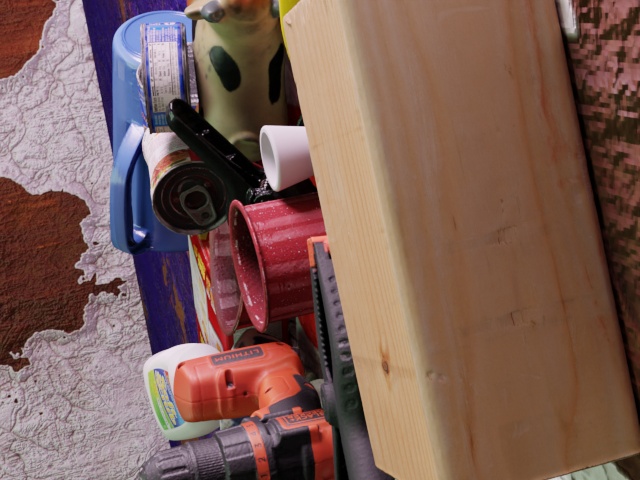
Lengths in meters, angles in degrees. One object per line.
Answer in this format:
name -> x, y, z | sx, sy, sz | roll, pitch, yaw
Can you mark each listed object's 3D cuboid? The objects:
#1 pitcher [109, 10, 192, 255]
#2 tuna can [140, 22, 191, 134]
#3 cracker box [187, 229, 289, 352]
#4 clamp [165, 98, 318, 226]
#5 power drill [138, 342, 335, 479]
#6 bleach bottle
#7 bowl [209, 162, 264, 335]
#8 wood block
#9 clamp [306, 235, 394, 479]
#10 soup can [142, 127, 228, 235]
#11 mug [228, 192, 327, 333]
pitcher -> -0.164, -0.108, 1.123 | 0.243, 0.144, 0.149 | 95, 158, -43
tuna can -> -0.119, -0.126, 0.827 | 0.086, 0.033, 0.086 | 176, 90, -85
cracker box -> -0.082, 0.085, 1.099 | 0.164, 0.072, 0.214 | -117, 20, -46
clamp -> -0.048, -0.041, 0.795 | 0.039, 0.120, 0.171 | -62, -26, -51
power drill -> -0.054, 0.135, 0.785 | 0.188, 0.184, 0.057 | -147, 52, -67
bleach bottle -> -0.126, 0.140, 1.046 | 0.251, 0.068, 0.102 | 133, 121, -71
bowl -> -0.056, 0.001, 0.923 | 0.162, 0.055, 0.162 | 180, 90, -74
wood block -> 0.055, -0.008, 0.448 | 0.091, 0.090, 0.206 | 176, 82, -75
clamp -> 0.022, 0.102, 0.631 | 0.164, 0.036, 0.210 | -148, 51, -81
soup can -> -0.112, -0.059, 0.894 | 0.102, 0.068, 0.068 | -113, 17, -55
mug -> -0.015, 0.012, 0.751 | 0.117, 0.081, 0.093 | 144, 113, -74
